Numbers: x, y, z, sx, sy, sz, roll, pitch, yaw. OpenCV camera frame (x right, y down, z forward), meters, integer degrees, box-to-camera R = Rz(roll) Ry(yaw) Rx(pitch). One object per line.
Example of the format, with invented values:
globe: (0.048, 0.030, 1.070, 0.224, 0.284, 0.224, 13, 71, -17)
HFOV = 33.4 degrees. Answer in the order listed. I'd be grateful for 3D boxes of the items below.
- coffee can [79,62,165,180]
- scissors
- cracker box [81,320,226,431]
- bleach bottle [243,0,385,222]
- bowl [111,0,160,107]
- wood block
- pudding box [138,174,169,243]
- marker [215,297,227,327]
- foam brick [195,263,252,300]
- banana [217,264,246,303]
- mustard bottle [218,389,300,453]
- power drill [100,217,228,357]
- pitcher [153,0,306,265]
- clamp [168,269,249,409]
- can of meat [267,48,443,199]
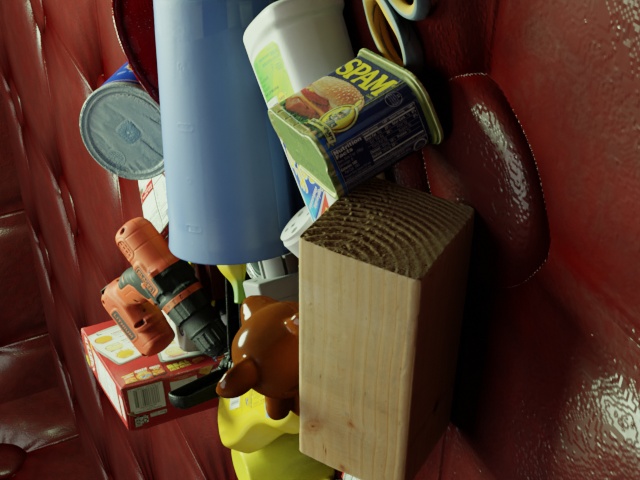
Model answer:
coffee can: (-0.171, -0.138, 1.095, 0.140, 0.103, 0.103, -66, -24, -57)
scissors: (0.030, -0.208, 0.737, 0.202, 0.016, 0.096, 67, 160, 14)
cracker box: (-0.209, 0.162, 1.416, 0.214, 0.164, 0.072, -147, 47, -60)
bleach bottle: (0.014, -0.059, 0.829, 0.103, 0.068, 0.251, -19, 89, 70)
bowl: (-0.130, -0.197, 1.034, 0.162, 0.055, 0.162, 46, -147, -42)
wood block: (0.044, 0.070, 0.761, 0.090, 0.090, 0.206, 20, 131, 23)
pudding box: (-0.178, -0.057, 1.277, 0.090, 0.039, 0.113, -46, 48, 39)
marker: (-0.109, 0.124, 1.335, 0.020, 0.020, 0.121, 127, 124, -65)
foam brick: (-0.113, 0.019, 1.221, 0.051, 0.053, 0.078, -138, 39, -55)
banana: (-0.118, -0.009, 1.123, 0.198, 0.037, 0.070, 50, 130, 54)
mustard bottle: (-0.030, 0.143, 1.045, 0.192, 0.058, 0.096, -33, 39, 49)
power drill: (-0.186, 0.077, 1.260, 0.184, 0.057, 0.188, 54, 149, 5)
pitcher: (-0.073, -0.106, 0.946, 0.145, 0.149, 0.243, -116, 21, -68)
clamp: (-0.096, 0.146, 1.167, 0.036, 0.164, 0.210, 14, 149, 24)
can of meat: (0.022, -0.081, 0.737, 0.102, 0.084, 0.057, 44, 163, 57)
